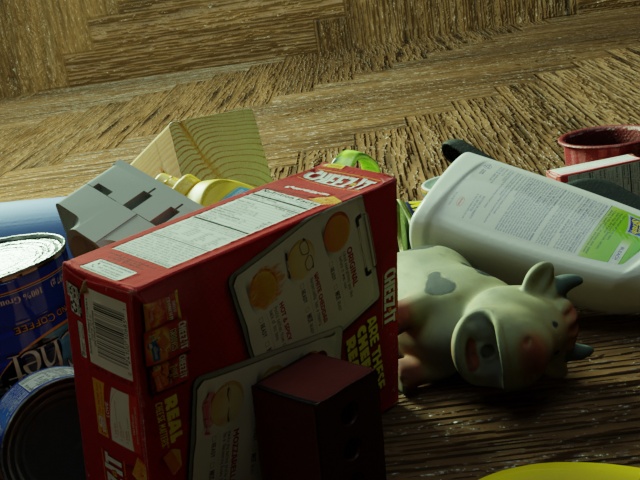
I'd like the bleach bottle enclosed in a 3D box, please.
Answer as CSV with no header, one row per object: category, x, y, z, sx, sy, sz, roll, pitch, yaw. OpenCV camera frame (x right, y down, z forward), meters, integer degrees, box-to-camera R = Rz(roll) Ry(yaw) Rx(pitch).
bleach bottle,0.198,0.012,0.807,0.251,0.068,0.102,22,59,31

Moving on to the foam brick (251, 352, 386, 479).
foam brick,0.000,0.112,0.605,0.051,0.078,0.052,10,25,41

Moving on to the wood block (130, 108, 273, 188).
wood block,-0.132,-0.059,1.103,0.090,0.091,0.206,-13,-4,-24

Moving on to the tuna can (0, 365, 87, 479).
tuna can,-0.155,0.120,0.643,0.086,0.086,0.034,-19,17,-31

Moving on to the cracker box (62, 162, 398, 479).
cracker box,-0.044,0.060,0.640,0.072,0.164,0.213,18,30,39

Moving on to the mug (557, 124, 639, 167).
mug,0.280,-0.067,1.056,0.093,0.081,0.117,-11,17,-8

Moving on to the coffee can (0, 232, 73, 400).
coffee can,-0.200,0.078,0.701,0.103,0.140,0.103,-10,17,3
